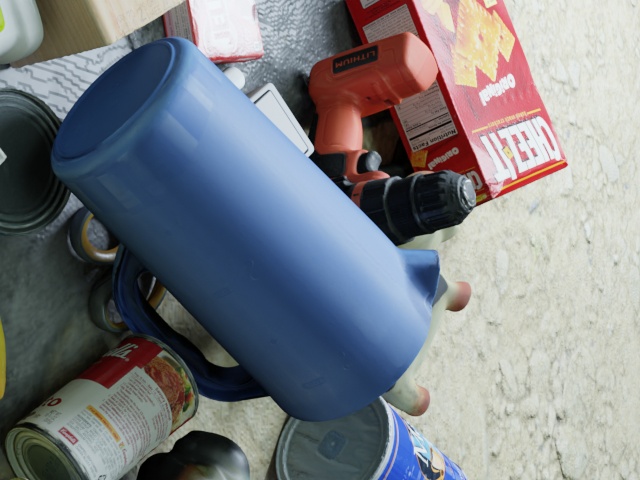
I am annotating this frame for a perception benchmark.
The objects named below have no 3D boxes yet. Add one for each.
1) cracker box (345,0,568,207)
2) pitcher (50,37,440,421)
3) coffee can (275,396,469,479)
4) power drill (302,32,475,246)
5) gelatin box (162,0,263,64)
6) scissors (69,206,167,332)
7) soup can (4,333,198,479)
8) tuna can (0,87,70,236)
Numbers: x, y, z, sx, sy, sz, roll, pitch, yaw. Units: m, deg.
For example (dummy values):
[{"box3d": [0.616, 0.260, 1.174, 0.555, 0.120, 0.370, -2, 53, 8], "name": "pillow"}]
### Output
[{"box3d": [0.130, -0.141, 0.966, 0.163, 0.072, 0.214, -22, 90, -51], "name": "cracker box"}, {"box3d": [-0.054, 0.001, 0.660, 0.242, 0.145, 0.149, 47, 66, -32], "name": "pitcher"}, {"box3d": [0.045, 0.189, 0.845, 0.140, 0.103, 0.102, 45, 54, -40], "name": "coffee can"}, {"box3d": [0.039, -0.070, 0.807, 0.057, 0.185, 0.187, 48, 42, -39], "name": "power drill"}, {"box3d": [-0.080, -0.172, 0.771, 0.073, 0.030, 0.089, -17, 101, -51], "name": "gelatin box"}, {"box3d": [-0.105, -0.023, 0.740, 0.096, 0.016, 0.201, 59, 46, -31], "name": "scissors"}, {"box3d": [-0.132, 0.112, 0.653, 0.102, 0.069, 0.068, -40, 118, -45], "name": "soup can"}, {"box3d": [-0.187, -0.044, 0.622, 0.085, 0.034, 0.086, 5, 84, -52], "name": "tuna can"}]
